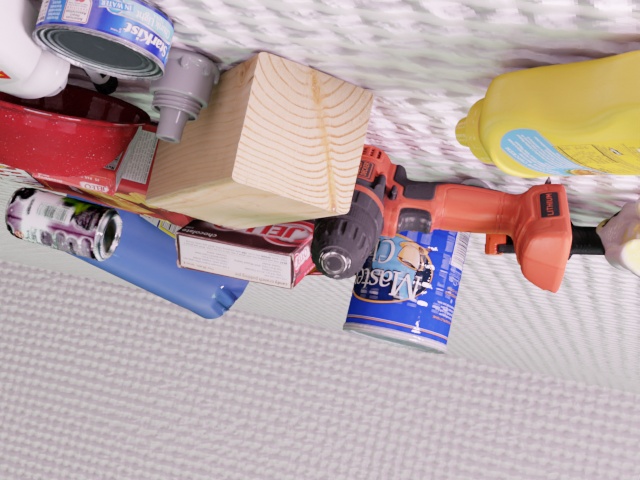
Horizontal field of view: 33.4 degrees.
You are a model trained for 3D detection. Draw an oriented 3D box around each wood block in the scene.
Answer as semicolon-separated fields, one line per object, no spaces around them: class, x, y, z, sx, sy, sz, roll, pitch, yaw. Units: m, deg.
wood block;-0.053;-0.066;0.799;0.090;0.091;0.206;16;171;-23

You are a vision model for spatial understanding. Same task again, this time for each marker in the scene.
marker;-0.169;-0.132;0.788;0.020;0.020;0.121;13;171;2

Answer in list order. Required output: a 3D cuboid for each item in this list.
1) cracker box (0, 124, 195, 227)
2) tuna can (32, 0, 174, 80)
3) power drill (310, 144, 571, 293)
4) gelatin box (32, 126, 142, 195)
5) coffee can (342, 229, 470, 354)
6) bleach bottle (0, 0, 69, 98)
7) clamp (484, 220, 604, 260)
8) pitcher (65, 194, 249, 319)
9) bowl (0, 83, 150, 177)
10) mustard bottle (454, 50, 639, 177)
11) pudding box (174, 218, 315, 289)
cracker box;-0.226;-0.078;1.046;0.213;0.072;0.164;14;171;1
tuna can;-0.138;-0.133;0.683;0.086;0.034;0.086;13;171;2
power drill;0.090;-0.012;0.804;0.187;0.057;0.184;11;-151;5
gelatin box;-0.201;-0.083;0.926;0.073;0.089;0.030;13;136;-1
coffee can;0.086;0.031;1.039;0.103;0.140;0.103;13;171;2
bleach bottle;-0.223;-0.140;0.684;0.103;0.068;0.250;11;173;14
clamp;0.204;0.000;0.938;0.171;0.039;0.120;4;173;-26
pitcher;-0.215;-0.002;1.371;0.149;0.145;0.242;-9;153;44
bowl;-0.218;-0.089;0.840;0.162;0.055;0.162;14;-166;-4
mustard bottle;0.148;-0.066;0.598;0.096;0.058;0.192;18;170;-35
pudding box;-0.056;0.001;0.928;0.114;0.039;0.089;8;-157;21
